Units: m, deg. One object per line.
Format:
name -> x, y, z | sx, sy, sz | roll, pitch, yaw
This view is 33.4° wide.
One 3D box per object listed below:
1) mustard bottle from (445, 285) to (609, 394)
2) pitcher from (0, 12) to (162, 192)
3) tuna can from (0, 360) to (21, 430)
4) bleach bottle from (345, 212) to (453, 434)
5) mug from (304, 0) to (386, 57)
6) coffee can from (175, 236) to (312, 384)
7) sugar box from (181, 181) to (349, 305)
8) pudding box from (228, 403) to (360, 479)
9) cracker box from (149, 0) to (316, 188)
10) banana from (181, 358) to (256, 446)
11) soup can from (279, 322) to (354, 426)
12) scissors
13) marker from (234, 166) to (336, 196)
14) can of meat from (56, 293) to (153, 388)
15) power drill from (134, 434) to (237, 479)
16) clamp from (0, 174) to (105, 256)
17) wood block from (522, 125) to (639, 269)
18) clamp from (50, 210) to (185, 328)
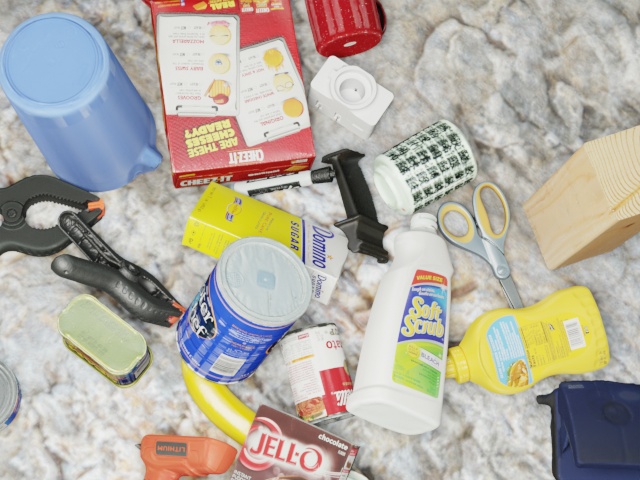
mustard bottle -> 0.220, 0.120, 1.195 | 0.191, 0.058, 0.096 | -16, 90, -6
pitcher -> -0.264, -0.148, 1.123 | 0.149, 0.243, 0.145 | -16, 78, -4
tuna can -> -0.362, 0.165, 1.132 | 0.086, 0.034, 0.086 | 2, 74, -6
bleach bottle -> 0.095, 0.079, 1.174 | 0.102, 0.068, 0.250 | 26, 57, -27
mug -> 0.035, -0.270, 1.280 | 0.117, 0.093, 0.081 | -3, 77, -45
coffee can -> -0.082, 0.075, 1.119 | 0.102, 0.140, 0.103 | 14, 52, -19
sugar box -> -0.058, 0.001, 1.185 | 0.176, 0.048, 0.093 | 20, 31, 0
pudding box -> -0.027, 0.230, 1.099 | 0.114, 0.039, 0.090 | 20, 85, 19
cracker box -> -0.104, -0.177, 1.240 | 0.164, 0.072, 0.214 | -7, 76, -8
banana -> -0.091, 0.176, 1.159 | 0.069, 0.037, 0.198 | -39, 82, -14
soup can -> -0.002, 0.147, 1.161 | 0.068, 0.068, 0.102 | -12, 76, -10
scissors -> 0.191, 0.031, 1.244 | 0.096, 0.016, 0.202 | -6, 80, -3
marker -> -0.040, -0.067, 1.217 | 0.121, 0.020, 0.020 | -9, 74, 17
can of meat -> -0.230, 0.107, 1.138 | 0.102, 0.084, 0.057 | 37, 74, 4
power drill -> -0.141, 0.292, 1.069 | 0.185, 0.057, 0.187 | -3, 63, 34
clamp -> -0.349, -0.033, 1.188 | 0.209, 0.036, 0.164 | -14, 77, -12
wood block -> 0.309, -0.044, 1.179 | 0.090, 0.206, 0.090 | -17, 77, -12
clamp -> -0.219, 0.043, 1.140 | 0.171, 0.120, 0.039 | 38, 111, -15
